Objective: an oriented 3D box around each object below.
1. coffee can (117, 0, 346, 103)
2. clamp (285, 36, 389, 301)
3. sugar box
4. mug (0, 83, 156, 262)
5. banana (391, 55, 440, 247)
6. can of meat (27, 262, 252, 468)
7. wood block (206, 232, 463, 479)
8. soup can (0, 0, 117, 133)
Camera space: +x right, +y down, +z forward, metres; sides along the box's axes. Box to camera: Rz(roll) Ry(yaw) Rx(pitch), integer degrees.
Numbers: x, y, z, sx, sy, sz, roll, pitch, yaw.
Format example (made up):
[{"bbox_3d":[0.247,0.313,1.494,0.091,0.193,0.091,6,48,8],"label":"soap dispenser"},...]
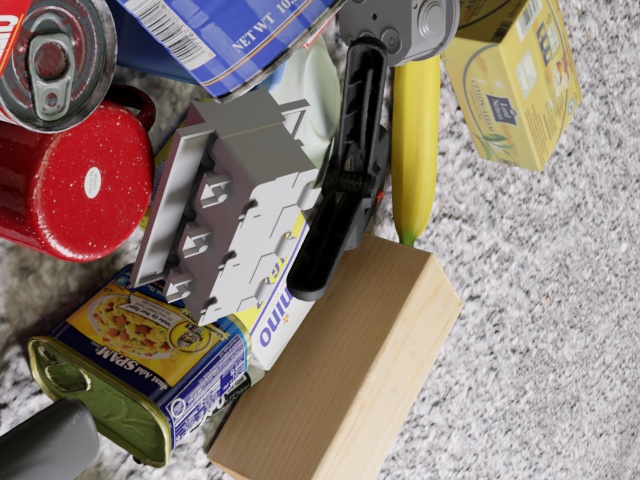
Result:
[{"bbox_3d":[-0.058,-0.144,0.455,0.140,0.103,0.102,44,64,-19],"label":"coffee can"},{"bbox_3d":[0.018,-0.031,0.728,0.210,0.036,0.164,56,50,-80],"label":"clamp"},{"bbox_3d":[-0.054,0.001,0.706,0.093,0.048,0.176,-56,142,-23],"label":"sugar box"},{"bbox_3d":[-0.131,-0.044,0.545,0.117,0.082,0.093,-43,136,-36],"label":"mug"},{"bbox_3d":[0.077,-0.085,0.843,0.069,0.037,0.198,-109,-162,-74],"label":"banana"},{"bbox_3d":[-0.102,0.068,0.619,0.083,0.102,0.057,-46,154,-38],"label":"can of meat"},{"bbox_3d":[0.015,0.105,0.811,0.206,0.091,0.090,-60,145,-18],"label":"wood block"},{"bbox_3d":[-0.151,-0.091,0.478,0.068,0.102,0.068,-27,126,-46],"label":"soup can"}]
